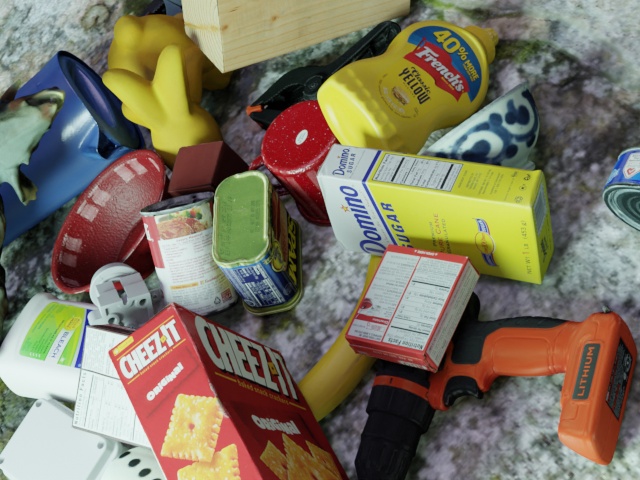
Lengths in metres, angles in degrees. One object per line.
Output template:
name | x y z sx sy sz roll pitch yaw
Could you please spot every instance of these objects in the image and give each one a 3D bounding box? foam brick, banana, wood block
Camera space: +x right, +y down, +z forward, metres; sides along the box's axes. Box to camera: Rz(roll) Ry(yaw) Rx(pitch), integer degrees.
foam brick | -0.099 -0.052 1.015 0.053 0.078 0.051 -5 60 29
banana | 0.023 0.084 0.881 0.070 0.037 0.197 3 58 58
wood block | -0.023 -0.246 1.027 0.205 0.090 0.091 -22 45 -20

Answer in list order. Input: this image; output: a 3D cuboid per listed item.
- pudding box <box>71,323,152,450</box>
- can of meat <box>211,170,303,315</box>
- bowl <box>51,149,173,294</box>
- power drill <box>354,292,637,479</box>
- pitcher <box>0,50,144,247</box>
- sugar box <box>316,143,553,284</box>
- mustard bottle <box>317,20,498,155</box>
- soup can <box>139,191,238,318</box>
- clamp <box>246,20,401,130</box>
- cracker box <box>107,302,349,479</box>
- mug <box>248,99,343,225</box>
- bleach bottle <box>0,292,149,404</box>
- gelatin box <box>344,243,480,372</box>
pudding box | -0.148 0.122 0.882 0.114 0.039 0.090 10 92 29
can of meat | -0.056 0.001 0.944 0.057 0.084 0.102 -12 54 14
bowl | -0.190 -0.008 1.045 0.162 0.055 0.162 -28 43 29
power drill | 0.124 0.110 0.783 0.188 0.057 0.184 5 64 34
pitcher | -0.322 -0.087 1.149 0.243 0.149 0.145 -36 91 10
sugar box | 0.091 -0.022 0.845 0.176 0.093 0.048 7 51 24
mustard bottle | 0.092 -0.139 0.935 0.191 0.096 0.058 -37 -2 -31
soup can | -0.116 0.014 0.956 0.068 0.102 0.068 -12 12 2
clamp | 0.007 -0.135 1.030 0.172 0.039 0.120 -24 45 24
cracker box | -0.042 0.160 0.756 0.072 0.164 0.214 -38 59 10
mug | -0.011 -0.070 0.969 0.117 0.081 0.093 -14 54 24
bleach bottle | -0.170 0.105 0.966 0.251 0.068 0.102 2 48 28
gelatin box | 0.069 0.050 0.806 0.073 0.030 0.089 9 62 38
